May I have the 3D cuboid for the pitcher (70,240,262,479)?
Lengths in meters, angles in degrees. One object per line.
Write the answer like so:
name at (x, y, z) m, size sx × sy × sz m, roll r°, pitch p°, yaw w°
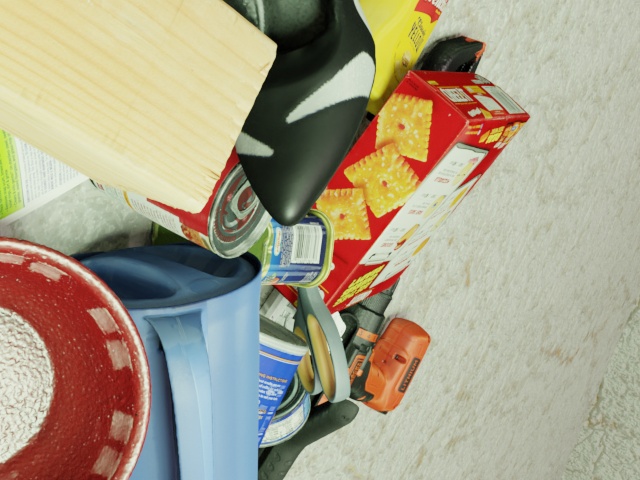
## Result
pitcher at (-0.096, 0.130, 0.665) m, size 0.149 × 0.145 × 0.243 m, roll -33°, pitch 124°, yaw -60°

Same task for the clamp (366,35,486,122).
clamp at (0.100, -0.122, 1.003) m, size 0.171 × 0.039 × 0.120 m, roll -44°, pitch 154°, yaw -29°

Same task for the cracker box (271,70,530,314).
cracker box at (0.064, -0.042, 0.896) m, size 0.214 × 0.072 × 0.164 m, roll -52°, pitch 164°, yaw 24°

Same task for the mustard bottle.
mustard bottle at (0.072, -0.199, 0.852) m, size 0.191 × 0.058 × 0.096 m, roll -61°, pitch 156°, yaw -6°

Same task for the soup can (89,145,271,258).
soup can at (-0.083, -0.040, 0.652) m, size 0.068 × 0.102 × 0.068 m, roll -43°, pitch 148°, yaw -36°

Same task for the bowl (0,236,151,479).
bowl at (-0.167, 0.077, 0.516) m, size 0.161 × 0.055 × 0.162 m, roll -2°, pitch 95°, yaw -27°

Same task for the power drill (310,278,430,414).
power drill at (0.052, 0.108, 1.111) m, size 0.184 × 0.057 × 0.187 m, roll -61°, pitch 152°, yaw 3°

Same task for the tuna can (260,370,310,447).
tuna can at (-0.051, 0.129, 0.895) m, size 0.086 × 0.086 × 0.034 m, roll -44°, pitch 147°, yaw -36°

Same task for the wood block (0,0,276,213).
wood block at (-0.126, -0.099, 0.446) m, size 0.205 × 0.090 × 0.091 m, roll 33°, pitch 78°, yaw -45°

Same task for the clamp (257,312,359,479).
clamp at (-0.027, 0.175, 0.966) m, size 0.210 × 0.036 × 0.164 m, roll -54°, pitch -169°, yaw 14°

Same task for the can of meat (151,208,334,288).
can of meat at (-0.055, 0.001, 0.747) m, size 0.083 × 0.102 × 0.057 m, roll 3°, pitch 94°, yaw -60°

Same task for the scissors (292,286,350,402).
scissors at (-0.017, 0.035, 0.840) m, size 0.016 × 0.202 × 0.096 m, roll -9°, pitch 158°, yaw -21°
